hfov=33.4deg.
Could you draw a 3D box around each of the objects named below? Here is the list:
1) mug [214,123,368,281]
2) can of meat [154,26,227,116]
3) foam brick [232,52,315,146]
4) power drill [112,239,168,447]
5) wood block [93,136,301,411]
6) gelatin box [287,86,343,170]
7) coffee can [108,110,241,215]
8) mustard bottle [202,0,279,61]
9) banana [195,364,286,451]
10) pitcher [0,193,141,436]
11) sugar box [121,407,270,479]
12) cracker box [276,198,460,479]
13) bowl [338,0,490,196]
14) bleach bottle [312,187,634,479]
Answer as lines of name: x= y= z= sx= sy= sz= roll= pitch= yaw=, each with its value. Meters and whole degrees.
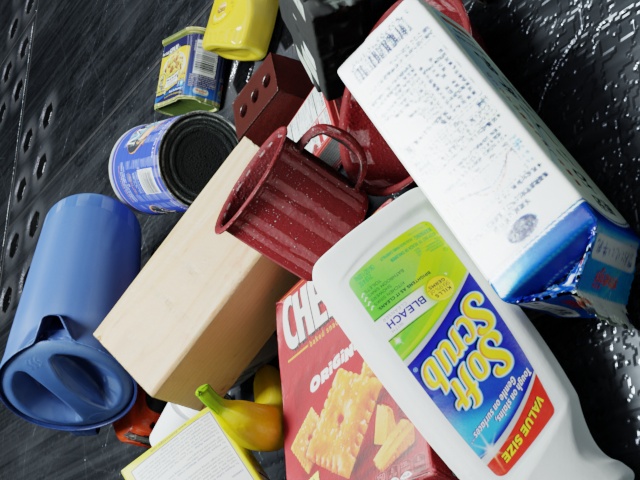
mug: x=-0.012 y=-0.032 z=0.778 sx=0.117 sy=0.081 sz=0.093 roll=-52 pitch=15 yaw=20
can of meat: x=-0.148 y=-0.190 z=1.225 sx=0.102 sy=0.057 sz=0.084 roll=-5 pitch=75 yaw=59
foam brick: x=-0.042 y=-0.131 z=1.024 sx=0.078 sy=0.051 sz=0.053 roll=-47 pitch=40 yaw=39
power drill: x=-0.168 y=0.107 z=1.120 sx=0.188 sy=0.057 sz=0.185 roll=-67 pitch=28 yaw=16
wood block: x=-0.078 y=0.031 z=0.889 sx=0.090 sy=0.090 sz=0.206 roll=39 pitch=93 yaw=31
gelatin box: x=-0.003 y=-0.089 z=0.962 sx=0.089 sy=0.030 sz=0.073 roll=-52 pitch=36 yaw=35
coffee can: x=-0.153 y=-0.079 z=1.134 sx=0.141 sy=0.102 sz=0.103 roll=-1 pitch=76 yaw=59
mustard bottle: x=-0.069 y=-0.290 z=1.137 sx=0.096 sy=0.058 sz=0.191 roll=13 pitch=88 yaw=59
banana: x=-0.045 y=0.133 z=0.852 sx=0.037 sy=0.197 sz=0.069 roll=-29 pitch=83 yaw=6
pitcher: x=-0.248 y=0.073 z=1.110 sx=0.149 sy=0.144 sz=0.243 roll=-41 pitch=32 yaw=29
sugar box: x=-0.069 y=0.219 z=0.806 sx=0.093 sy=0.048 sz=0.176 roll=-37 pitch=59 yaw=-2
cracker box: x=0.039 y=0.103 z=0.760 sx=0.164 sy=0.072 sz=0.213 roll=-43 pitch=42 yaw=42
bowl: x=0.080 y=-0.105 z=0.803 sx=0.162 sy=0.055 sz=0.162 roll=-33 pitch=50 yaw=49
bleach bottle: x=0.102 y=0.085 z=0.625 sx=0.102 sy=0.068 sz=0.251 roll=-36 pitch=59 yaw=-6
